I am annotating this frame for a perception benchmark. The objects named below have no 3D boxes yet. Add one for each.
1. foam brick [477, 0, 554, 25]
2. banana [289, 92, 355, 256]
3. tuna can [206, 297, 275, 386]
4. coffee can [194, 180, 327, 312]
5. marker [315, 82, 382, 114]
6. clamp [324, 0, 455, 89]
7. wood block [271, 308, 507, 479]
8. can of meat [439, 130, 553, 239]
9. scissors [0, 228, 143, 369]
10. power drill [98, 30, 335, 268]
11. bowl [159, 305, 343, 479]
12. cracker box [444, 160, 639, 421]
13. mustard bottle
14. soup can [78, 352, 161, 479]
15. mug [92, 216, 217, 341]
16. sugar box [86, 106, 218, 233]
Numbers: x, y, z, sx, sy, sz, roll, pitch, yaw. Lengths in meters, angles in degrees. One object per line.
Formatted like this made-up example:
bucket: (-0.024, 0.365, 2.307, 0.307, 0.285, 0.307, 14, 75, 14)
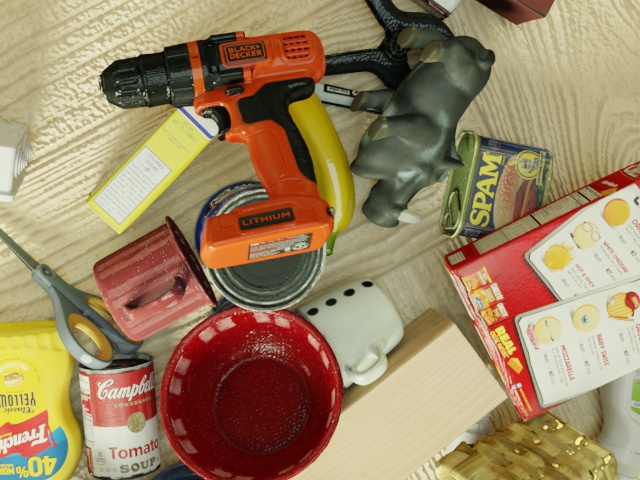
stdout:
foam brick: (0.185, -0.237, 0.987, 0.053, 0.078, 0.051, 29, 92, -11)
banana: (-0.007, -0.088, 0.975, 0.037, 0.069, 0.198, -14, 108, 25)
tuna can: (-0.068, 0.091, 1.000, 0.086, 0.034, 0.086, -1, 96, -10)
coffee can: (-0.056, 0.001, 0.939, 0.102, 0.140, 0.103, -1, 96, -10)
marker: (0.045, -0.130, 1.004, 0.121, 0.020, 0.020, 10, 94, -10)
clamp: (0.060, -0.175, 0.993, 0.171, 0.039, 0.120, 31, 104, -14)
wood block: (0.059, 0.167, 1.001, 0.206, 0.090, 0.091, -38, 100, -3)
can of meat: (0.168, -0.047, 1.015, 0.083, 0.057, 0.102, 10, 95, -13)
scissors: (-0.244, 0.045, 0.943, 0.201, 0.096, 0.016, 38, 113, -14)
power drill: (-0.073, -0.076, 0.843, 0.184, 0.057, 0.187, -10, 72, -6)
bowl: (-0.057, 0.140, 0.942, 0.162, 0.055, 0.162, -3, 71, 8)
cracker box: (0.243, 0.043, 0.973, 0.214, 0.072, 0.164, -27, 103, 5)
mustard bottle: (-0.265, 0.171, 0.963, 0.096, 0.058, 0.191, -4, 97, -1)
soup can: (-0.182, 0.159, 0.971, 0.068, 0.068, 0.102, -5, 97, -9)
mug: (-0.147, 0.041, 0.943, 0.081, 0.117, 0.093, -29, 112, -1)
sugar box: (-0.130, -0.085, 0.942, 0.176, 0.093, 0.048, -44, 101, -2)
